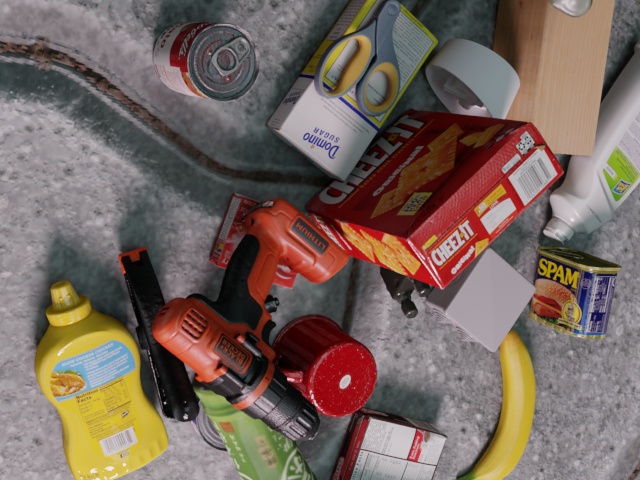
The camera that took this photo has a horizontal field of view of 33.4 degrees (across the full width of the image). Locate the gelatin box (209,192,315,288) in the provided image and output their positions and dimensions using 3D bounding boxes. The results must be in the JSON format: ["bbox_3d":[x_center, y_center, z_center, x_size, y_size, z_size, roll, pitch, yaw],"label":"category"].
[{"bbox_3d":[-0.057,0.001,1.064,0.089,0.030,0.073,19,92,-29],"label":"gelatin box"}]

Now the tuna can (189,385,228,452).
[{"bbox_3d":[-0.091,0.168,1.082,0.086,0.034,0.086,-6,104,-26],"label":"tuna can"}]

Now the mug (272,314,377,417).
[{"bbox_3d":[-0.005,0.130,1.089,0.117,0.082,0.093,6,99,-28],"label":"mug"}]

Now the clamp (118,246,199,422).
[{"bbox_3d":[-0.153,0.095,1.005,0.039,0.120,0.171,-13,77,-21],"label":"clamp"}]

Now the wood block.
[{"bbox_3d":[0.243,-0.199,1.138,0.090,0.090,0.206,1,100,-27],"label":"wood block"}]

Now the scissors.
[{"bbox_3d":[0.075,-0.205,1.038,0.201,0.016,0.096,-48,115,-7],"label":"scissors"}]

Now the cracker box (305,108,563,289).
[{"bbox_3d":[0.101,-0.049,1.028,0.164,0.214,0.072,-43,115,-13],"label":"cracker box"}]

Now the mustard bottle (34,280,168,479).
[{"bbox_3d":[-0.213,0.127,0.996,0.096,0.058,0.191,-21,110,-19],"label":"mustard bottle"}]

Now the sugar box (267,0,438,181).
[{"bbox_3d":[0.032,-0.157,1.066,0.093,0.048,0.176,37,87,-27],"label":"sugar box"}]

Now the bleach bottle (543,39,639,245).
[{"bbox_3d":[0.336,-0.106,1.223,0.102,0.068,0.251,41,84,-28],"label":"bleach bottle"}]

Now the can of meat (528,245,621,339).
[{"bbox_3d":[0.286,0.058,1.211,0.057,0.102,0.084,1,103,-28],"label":"can of meat"}]

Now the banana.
[{"bbox_3d":[0.218,0.202,1.245,0.069,0.037,0.198,12,96,-30],"label":"banana"}]

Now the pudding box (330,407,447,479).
[{"bbox_3d":[0.077,0.240,1.181,0.113,0.039,0.090,18,93,-27],"label":"pudding box"}]

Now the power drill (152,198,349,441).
[{"bbox_3d":[-0.044,0.069,0.985,0.184,0.057,0.187,42,54,-20],"label":"power drill"}]

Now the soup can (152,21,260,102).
[{"bbox_3d":[-0.104,-0.163,0.961,0.068,0.102,0.068,-6,104,-26],"label":"soup can"}]
